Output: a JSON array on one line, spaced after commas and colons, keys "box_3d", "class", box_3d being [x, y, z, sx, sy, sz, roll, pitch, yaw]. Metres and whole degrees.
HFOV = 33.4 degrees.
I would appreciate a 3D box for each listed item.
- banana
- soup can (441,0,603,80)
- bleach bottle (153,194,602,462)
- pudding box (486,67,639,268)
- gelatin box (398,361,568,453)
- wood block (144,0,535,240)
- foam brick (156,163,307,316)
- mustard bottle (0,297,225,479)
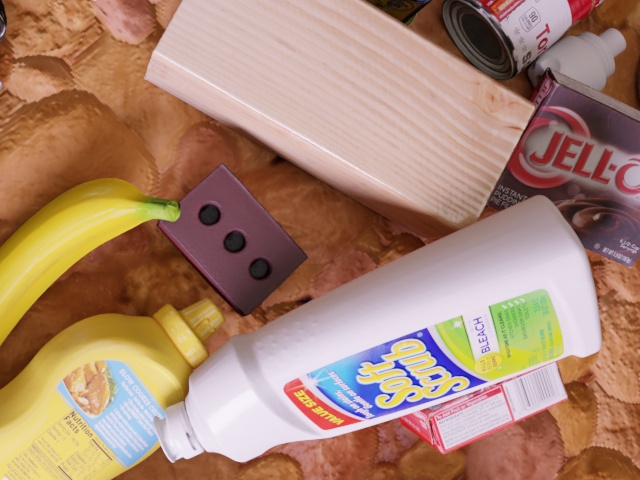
[{"box_3d": [-0.170, 0.026, 0.614, 0.198, 0.070, 0.037, -43, 127, 2], "class": "banana"}, {"box_3d": [0.136, -0.159, 0.679, 0.102, 0.068, 0.068, -41, 96, -10], "class": "soup can"}, {"box_3d": [0.029, 0.066, 0.604, 0.251, 0.068, 0.102, -24, 134, -1], "class": "bleach bottle"}, {"box_3d": [0.171, -0.045, 0.679, 0.113, 0.039, 0.090, 22, 117, -12], "class": "pudding box"}, {"box_3d": [0.095, 0.094, 0.659, 0.089, 0.073, 0.030, -21, 100, -11], "class": "gelatin box"}, {"box_3d": [0.008, -0.089, 0.640, 0.206, 0.090, 0.091, 29, 83, -10], "class": "wood block"}, {"box_3d": [-0.054, 0.001, 0.643, 0.053, 0.051, 0.078, -44, 97, -9], "class": "foam brick"}, {"box_3d": [-0.135, 0.098, 0.613, 0.191, 0.058, 0.096, -38, 127, -11], "class": "mustard bottle"}]
